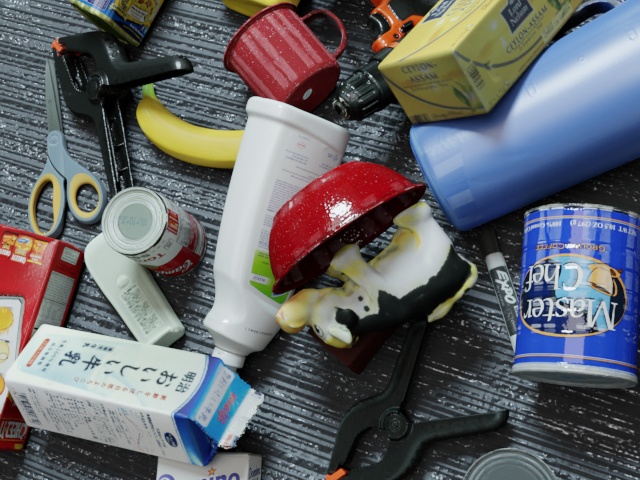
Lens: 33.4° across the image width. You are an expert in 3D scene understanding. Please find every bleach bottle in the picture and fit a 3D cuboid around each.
[{"bbox_3d":[-0.057,0.001,0.992,0.068,0.102,0.251,20,92,52],"label":"bleach bottle"}]

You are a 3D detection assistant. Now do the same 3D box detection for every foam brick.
[{"bbox_3d":[0.036,0.075,0.981,0.053,0.051,0.078,39,90,20],"label":"foam brick"}]

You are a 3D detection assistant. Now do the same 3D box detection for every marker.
[{"bbox_3d":[0.166,0.043,0.968,0.020,0.020,0.121,-19,73,11],"label":"marker"}]

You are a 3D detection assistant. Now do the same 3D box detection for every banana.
[{"bbox_3d":[-0.114,-0.108,1.073,0.198,0.037,0.069,21,93,21],"label":"banana"}]

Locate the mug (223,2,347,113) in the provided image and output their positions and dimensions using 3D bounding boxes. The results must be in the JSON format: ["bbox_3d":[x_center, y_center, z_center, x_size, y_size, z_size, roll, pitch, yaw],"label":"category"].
[{"bbox_3d":[-0.025,-0.178,1.043,0.117,0.093,0.081,-38,74,-7],"label":"mug"}]

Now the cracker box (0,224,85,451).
[{"bbox_3d":[-0.349,0.088,1.079,0.164,0.072,0.213,13,82,19],"label":"cracker box"}]

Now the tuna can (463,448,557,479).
[{"bbox_3d":[0.165,0.223,0.917,0.086,0.033,0.086,-4,76,15],"label":"tuna can"}]

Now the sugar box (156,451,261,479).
[{"bbox_3d":[-0.107,0.282,0.975,0.093,0.048,0.176,-2,77,16],"label":"sugar box"}]

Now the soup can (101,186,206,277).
[{"bbox_3d":[-0.159,-0.007,1.030,0.068,0.102,0.068,-4,76,15],"label":"soup can"}]

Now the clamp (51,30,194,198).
[{"bbox_3d":[-0.211,-0.161,1.091,0.210,0.036,0.165,51,118,32],"label":"clamp"}]

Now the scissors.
[{"bbox_3d":[-0.262,-0.098,1.128,0.096,0.016,0.202,3,78,15],"label":"scissors"}]

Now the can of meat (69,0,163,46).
[{"bbox_3d":[-0.205,-0.258,1.106,0.057,0.102,0.084,27,87,19],"label":"can of meat"}]

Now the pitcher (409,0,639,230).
[{"bbox_3d":[0.203,-0.114,0.945,0.243,0.149,0.145,-26,103,12],"label":"pitcher"}]

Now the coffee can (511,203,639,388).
[{"bbox_3d":[0.220,0.049,0.907,0.103,0.102,0.140,3,77,17],"label":"coffee can"}]

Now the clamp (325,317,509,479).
[{"bbox_3d":[0.081,0.167,0.953,0.120,0.039,0.171,42,97,25],"label":"clamp"}]

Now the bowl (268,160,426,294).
[{"bbox_3d":[0.011,-0.020,0.927,0.162,0.162,0.055,-36,81,5],"label":"bowl"}]

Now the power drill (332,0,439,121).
[{"bbox_3d":[0.043,-0.215,1.007,0.184,0.057,0.188,-34,78,-25],"label":"power drill"}]
